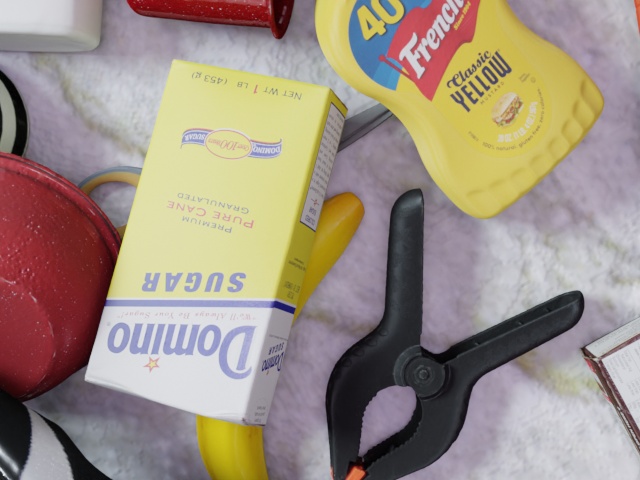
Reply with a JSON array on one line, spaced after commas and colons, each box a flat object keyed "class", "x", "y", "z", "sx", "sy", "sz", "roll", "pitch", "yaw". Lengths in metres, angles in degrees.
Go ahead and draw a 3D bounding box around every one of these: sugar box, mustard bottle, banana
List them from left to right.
[{"class": "sugar box", "x": -0.054, "y": 0.001, "z": 0.558, "sx": 0.093, "sy": 0.048, "sz": 0.176, "roll": 12, "pitch": 82, "yaw": 17}, {"class": "banana", "x": -0.029, "y": 0.064, "z": 0.597, "sx": 0.069, "sy": 0.037, "sz": 0.198, "roll": 11, "pitch": 96, "yaw": -28}, {"class": "mustard bottle", "x": 0.054, "y": -0.108, "z": 0.552, "sx": 0.096, "sy": 0.058, "sz": 0.191, "roll": -43, "pitch": 104, "yaw": 2}]

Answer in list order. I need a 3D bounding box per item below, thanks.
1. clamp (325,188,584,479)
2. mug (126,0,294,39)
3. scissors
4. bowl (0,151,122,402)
[{"class": "clamp", "x": 0.066, "y": 0.070, "z": 0.591, "sx": 0.120, "sy": 0.039, "sz": 0.171, "roll": 24, "pitch": 97, "yaw": 2}, {"class": "mug", "x": -0.055, "y": -0.167, "z": 0.565, "sx": 0.081, "sy": 0.093, "sz": 0.117, "roll": 6, "pitch": 68, "yaw": 6}, {"class": "scissors", "x": -0.060, "y": -0.039, "z": 0.601, "sx": 0.202, "sy": 0.016, "sz": 0.096, "roll": -44, "pitch": 90, "yaw": 3}, {"class": "bowl", "x": -0.181, "y": 0.035, "z": 0.551, "sx": 0.162, "sy": 0.055, "sz": 0.162, "roll": -3, "pitch": 124, "yaw": -4}]
